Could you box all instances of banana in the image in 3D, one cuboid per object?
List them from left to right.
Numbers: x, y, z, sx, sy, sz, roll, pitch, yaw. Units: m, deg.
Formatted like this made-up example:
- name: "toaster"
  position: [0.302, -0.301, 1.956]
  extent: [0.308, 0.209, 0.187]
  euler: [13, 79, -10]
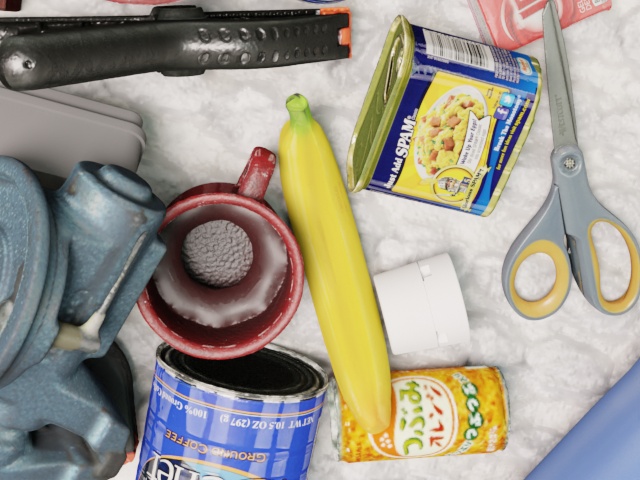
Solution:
- name: "banana"
  position: [0.005, 0.013, 0.623]
  extent: [0.037, 0.069, 0.198]
  euler: [-15, 97, 11]

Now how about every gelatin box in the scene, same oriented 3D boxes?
- name: "gelatin box"
  position: [0.118, -0.161, 0.618]
  extent: [0.073, 0.030, 0.089]
  euler: [-24, 103, 1]

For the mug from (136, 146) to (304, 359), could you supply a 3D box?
- name: "mug"
  position: [-0.054, 0.001, 0.612]
  extent: [0.093, 0.081, 0.117]
  euler: [19, 100, -9]

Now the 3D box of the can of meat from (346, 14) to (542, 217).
- name: "can of meat"
  position: [0.070, -0.068, 0.609]
  extent: [0.084, 0.057, 0.102]
  euler: [13, 124, -10]

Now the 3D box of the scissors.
- name: "scissors"
  position: [0.133, -0.033, 0.642]
  extent: [0.096, 0.016, 0.201]
  euler: [-26, 110, 6]

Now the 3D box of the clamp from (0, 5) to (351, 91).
- name: "clamp"
  position: [-0.085, -0.109, 0.579]
  extent: [0.209, 0.165, 0.036]
  euler: [-9, 109, -27]

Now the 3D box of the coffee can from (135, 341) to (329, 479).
- name: "coffee can"
  position: [-0.058, 0.138, 0.630]
  extent: [0.102, 0.103, 0.140]
  euler: [10, 101, -7]
